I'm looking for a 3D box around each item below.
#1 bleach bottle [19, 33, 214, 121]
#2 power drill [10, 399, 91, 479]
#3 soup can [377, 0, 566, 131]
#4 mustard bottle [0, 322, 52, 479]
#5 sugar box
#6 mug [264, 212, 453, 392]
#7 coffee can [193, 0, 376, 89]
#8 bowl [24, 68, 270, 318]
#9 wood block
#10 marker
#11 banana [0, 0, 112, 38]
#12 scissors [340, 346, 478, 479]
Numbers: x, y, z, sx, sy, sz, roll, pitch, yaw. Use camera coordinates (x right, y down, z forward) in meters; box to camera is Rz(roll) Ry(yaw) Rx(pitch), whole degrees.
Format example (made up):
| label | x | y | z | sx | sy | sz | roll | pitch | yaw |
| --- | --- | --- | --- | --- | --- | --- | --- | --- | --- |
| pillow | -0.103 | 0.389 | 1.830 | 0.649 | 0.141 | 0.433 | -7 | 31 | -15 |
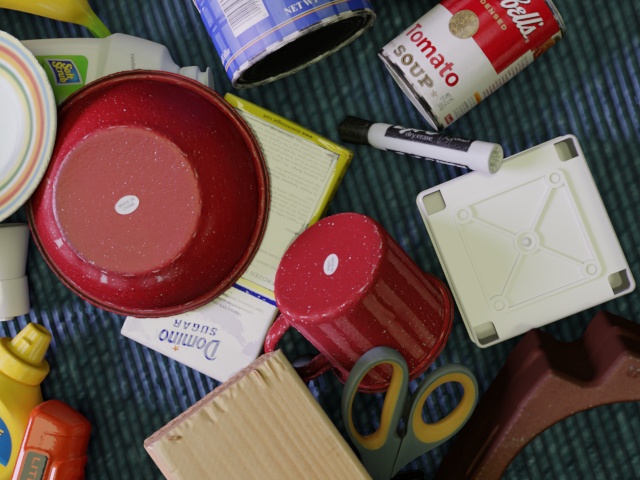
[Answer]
| label | x | y | z | sx | sy | sz | roll | pitch | yaw |
| --- | --- | --- | --- | --- | --- | --- | --- | --- | --- |
| bleach bottle | -0.197 | -0.083 | 0.721 | 0.251 | 0.068 | 0.102 | -4 | 92 | 4 |
| power drill | -0.104 | 0.165 | 0.688 | 0.188 | 0.057 | 0.184 | 15 | 85 | 15 |
| soup can | 0.096 | -0.127 | 0.686 | 0.102 | 0.068 | 0.068 | -38 | 87 | 6 |
| mustard bottle | -0.244 | 0.138 | 0.731 | 0.096 | 0.058 | 0.191 | 36 | 94 | 9 |
| sugar box | -0.055 | 0.001 | 0.716 | 0.093 | 0.048 | 0.176 | 26 | 97 | 4 |
| mug | 0.015 | 0.043 | 0.670 | 0.117 | 0.093 | 0.081 | -38 | 130 | 7 |
| coffee can | -0.040 | -0.183 | 0.682 | 0.103 | 0.102 | 0.140 | -26 | 88 | 6 |
| bowl | -0.114 | -0.027 | 0.665 | 0.162 | 0.055 | 0.162 | 0 | 96 | 4 |
| wood block | -0.004 | 0.172 | 0.604 | 0.090 | 0.090 | 0.206 | -35 | 89 | -13 |
| marker | 0.061 | -0.063 | 0.688 | 0.121 | 0.020 | 0.020 | 16 | 93 | 36 |
| banana | -0.243 | -0.165 | 0.725 | 0.198 | 0.037 | 0.070 | 4 | 124 | 8 |
| scissors | 0.050 | 0.150 | 0.681 | 0.096 | 0.016 | 0.202 | -8 | 122 | -13 |
